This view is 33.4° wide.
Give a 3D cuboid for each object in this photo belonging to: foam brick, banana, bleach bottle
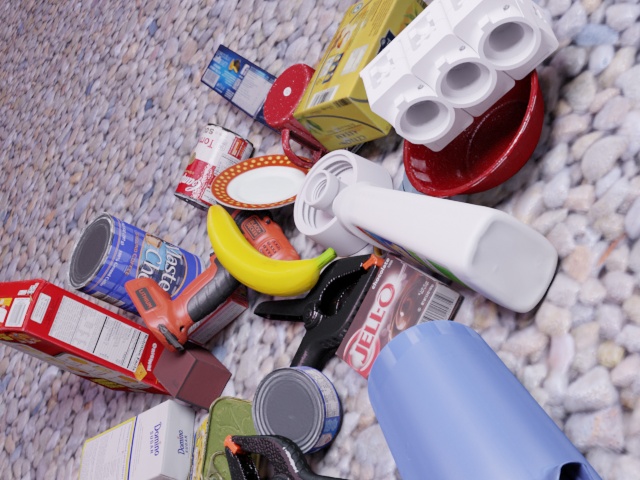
[{"bbox_3d":[-0.148,0.152,1.223,0.053,0.051,0.078,-62,33,3],"label":"foam brick"},{"bbox_3d":[-0.065,0.017,1.130,0.198,0.037,0.069,21,70,41],"label":"banana"},{"bbox_3d":[0.092,-0.007,0.967,0.251,0.102,0.068,21,82,58],"label":"bleach bottle"}]

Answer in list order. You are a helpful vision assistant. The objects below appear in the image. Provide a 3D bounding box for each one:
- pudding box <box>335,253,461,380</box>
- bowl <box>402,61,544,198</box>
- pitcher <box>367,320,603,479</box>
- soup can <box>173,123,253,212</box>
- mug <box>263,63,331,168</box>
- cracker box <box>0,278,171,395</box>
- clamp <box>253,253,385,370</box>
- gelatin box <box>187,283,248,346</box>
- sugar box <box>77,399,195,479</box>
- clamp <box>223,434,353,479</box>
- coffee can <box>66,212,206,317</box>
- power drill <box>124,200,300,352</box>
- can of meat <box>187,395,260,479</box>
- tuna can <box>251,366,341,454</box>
[{"bbox_3d":[0.071,0.079,0.988,0.113,0.039,0.090,-61,33,2],"label":"pudding box"},{"bbox_3d":[0.152,-0.103,0.992,0.162,0.055,0.162,-33,43,37],"label":"bowl"},{"bbox_3d":[0.119,0.175,0.791,0.149,0.145,0.243,-42,33,8],"label":"pitcher"},{"bbox_3d":[-0.135,-0.090,1.360,0.069,0.068,0.102,16,80,56],"label":"soup can"},{"bbox_3d":[-0.014,-0.139,1.217,0.093,0.081,0.117,-7,62,52],"label":"mug"},{"bbox_3d":[-0.289,0.118,1.289,0.164,0.213,0.072,-6,61,52],"label":"cracker box"},{"bbox_3d":[0.000,0.090,1.078,0.210,0.036,0.164,-39,41,38],"label":"clamp"},{"bbox_3d":[-0.127,0.072,1.269,0.089,0.030,0.073,-41,40,27],"label":"gelatin box"},{"bbox_3d":[-0.218,0.258,1.249,0.177,0.048,0.093,-26,47,37],"label":"sugar box"},{"bbox_3d":[-0.032,0.244,0.982,0.172,0.039,0.120,26,86,39],"label":"clamp"},{"bbox_3d":[-0.229,0.039,1.329,0.103,0.140,0.103,-33,43,37],"label":"coffee can"},{"bbox_3d":[-0.130,0.026,1.224,0.187,0.057,0.185,-38,41,-2],"label":"power drill"},{"bbox_3d":[-0.099,0.221,1.081,0.084,0.057,0.102,125,155,-55],"label":"can of meat"},{"bbox_3d":[-0.023,0.164,1.030,0.086,0.033,0.086,-2,86,35],"label":"tuna can"}]
